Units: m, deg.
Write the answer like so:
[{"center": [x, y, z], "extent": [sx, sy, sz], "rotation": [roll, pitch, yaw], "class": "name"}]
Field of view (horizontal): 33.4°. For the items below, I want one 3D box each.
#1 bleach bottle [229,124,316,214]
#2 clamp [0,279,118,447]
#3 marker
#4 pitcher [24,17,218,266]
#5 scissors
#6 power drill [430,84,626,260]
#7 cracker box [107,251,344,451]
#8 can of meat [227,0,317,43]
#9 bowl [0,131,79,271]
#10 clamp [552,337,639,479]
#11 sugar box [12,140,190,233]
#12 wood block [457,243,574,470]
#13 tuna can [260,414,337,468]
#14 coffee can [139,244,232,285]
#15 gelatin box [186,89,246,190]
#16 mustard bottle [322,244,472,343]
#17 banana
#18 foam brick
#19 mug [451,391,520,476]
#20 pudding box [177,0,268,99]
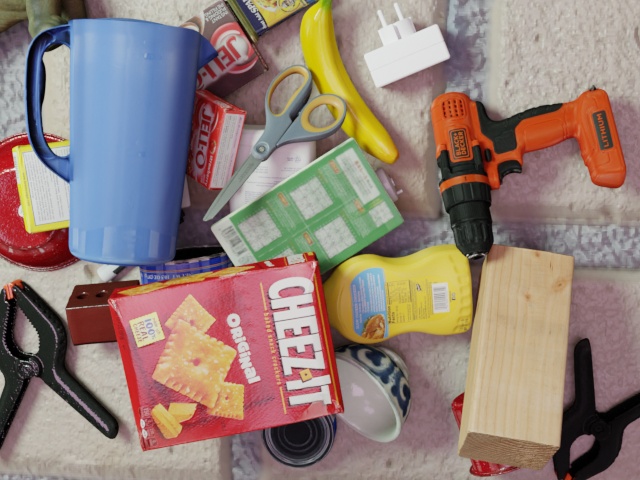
[{"center": [-0.058, 0.001, 1.172], "extent": [0.102, 0.068, 0.251], "rotation": [3, 102, 2], "class": "bleach bottle"}, {"center": [-0.321, 0.148, 1.233], "extent": [0.164, 0.036, 0.210], "rotation": [-4, 98, 6], "class": "clamp"}, {"center": [-0.202, 0.004, 1.207], "extent": [0.121, 0.020, 0.020], "rotation": [-37, 94, 10], "class": "marker"}, {"center": [-0.203, -0.101, 1.073], "extent": [0.149, 0.144, 0.243], "rotation": [8, 97, 28], "class": "pitcher"}, {"center": [-0.039, -0.091, 1.098], "extent": [0.096, 0.016, 0.201], "rotation": [19, 69, 5], "class": "scissors"}, {"center": [0.215, -0.079, 1.108], "extent": [0.187, 0.057, 0.184], "rotation": [-8, 73, 3], "class": "power drill"}, {"center": [-0.094, 0.113, 1.089], "extent": [0.213, 0.072, 0.164], "rotation": [-10, 99, -2], "class": "cracker box"}, {"center": [-0.060, -0.272, 1.115], "extent": [0.084, 0.057, 0.102], "rotation": [-30, 129, 6], "class": "can of meat"}, {"center": [-0.325, -0.040, 1.194], "extent": [0.162, 0.055, 0.162], "rotation": [1, 100, 5], "class": "bowl"}, {"center": [0.299, 0.192, 1.180], "extent": [0.120, 0.039, 0.171], "rotation": [34, 101, 1], "class": "clamp"}, {"center": [-0.235, -0.068, 1.153], "extent": [0.176, 0.048, 0.093], "rotation": [-10, 98, -22], "class": "sugar box"}, {"center": [0.201, 0.119, 1.099], "extent": [0.090, 0.091, 0.206], "rotation": [9, 64, 4], "class": "wood block"}, {"center": [-0.025, 0.215, 1.217], "extent": [0.086, 0.033, 0.086], "rotation": [1, 99, 5], "class": "tuna can"}, {"center": [-0.141, 0.082, 1.172], "extent": [0.103, 0.102, 0.140], "rotation": [-5, 99, 6], "class": "coffee can"}, {"center": [-0.117, -0.106, 1.121], "extent": [0.030, 0.073, 0.089], "rotation": [-1, 113, -38], "class": "gelatin box"}, {"center": [0.065, 0.062, 1.153], "extent": [0.191, 0.058, 0.096], "rotation": [-7, 106, -6], "class": "mustard bottle"}, {"center": [0.023, -0.168, 1.138], "extent": [0.037, 0.070, 0.198], "rotation": [-31, 104, -28], "class": "banana"}, {"center": [-0.240, 0.081, 1.199], "extent": [0.078, 0.053, 0.051], "rotation": [-6, 120, 5], "class": "foam brick"}, {"center": [0.205, 0.198, 1.167], "extent": [0.117, 0.093, 0.081], "rotation": [-20, 92, 4], "class": "mug"}, {"center": [-0.126, -0.194, 1.157], "extent": [0.113, 0.039, 0.090], "rotation": [-31, 96, 10], "class": "pudding box"}]
